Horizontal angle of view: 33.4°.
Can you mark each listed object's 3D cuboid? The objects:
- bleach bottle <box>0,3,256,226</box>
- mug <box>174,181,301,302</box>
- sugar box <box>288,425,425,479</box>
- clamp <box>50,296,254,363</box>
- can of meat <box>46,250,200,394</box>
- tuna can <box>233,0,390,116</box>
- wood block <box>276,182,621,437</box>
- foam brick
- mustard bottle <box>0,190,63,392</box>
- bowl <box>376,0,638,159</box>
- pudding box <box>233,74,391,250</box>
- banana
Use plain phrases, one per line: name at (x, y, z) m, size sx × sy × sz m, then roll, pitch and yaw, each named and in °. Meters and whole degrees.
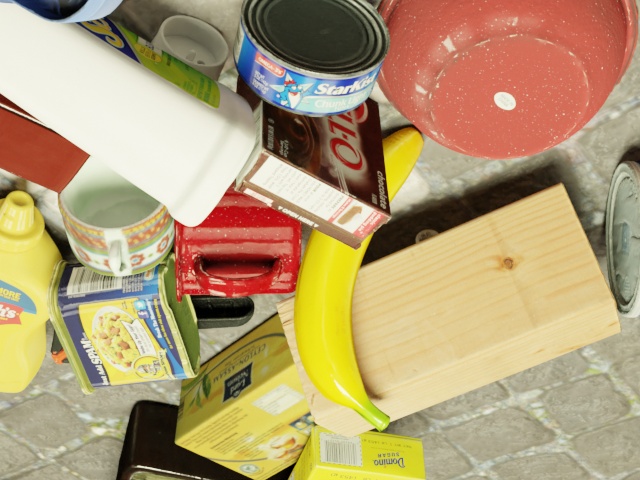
bleach bottle at (-0.154, -0.106, 0.554) m, size 0.250 × 0.102 × 0.068 m, roll 32°, pitch 105°, yaw -18°
mug at (-0.055, 0.001, 0.709) m, size 0.081 × 0.117 × 0.093 m, roll 0°, pitch 117°, yaw -5°
sugar box at (0.015, 0.223, 0.892) m, size 0.093 × 0.048 × 0.176 m, roll 10°, pitch 133°, yaw -11°
clamp at (-0.149, 0.045, 0.815) m, size 0.172 × 0.039 × 0.120 m, roll -22°, pitch 121°, yaw 20°
can of meat at (-0.137, 0.058, 0.765) m, size 0.084 × 0.057 × 0.102 m, roll -7°, pitch 128°, yaw 7°
tuna can at (-0.006, -0.110, 0.604) m, size 0.086 × 0.086 × 0.034 m, roll 11°, pitch 138°, yaw -9°
wood block at (0.088, 0.052, 0.726) m, size 0.206 × 0.091 × 0.090 m, roll -23°, pitch 158°, yaw 11°
foam brick at (-0.183, -0.076, 0.674) m, size 0.078 × 0.053 × 0.051 m, roll 25°, pitch 132°, yaw -22°
mustard bottle at (-0.238, 0.032, 0.787) m, size 0.096 × 0.058 × 0.192 m, roll 29°, pitch 133°, yaw -1°
bowl at (0.110, -0.100, 0.633) m, size 0.162 × 0.055 × 0.162 m, roll 2°, pitch 137°, yaw 1°
pudding box at (-0.006, -0.059, 0.640) m, size 0.090 × 0.113 × 0.039 m, roll 25°, pitch 130°, yaw -24°
banana at (0.021, 0.019, 0.687) m, size 0.069 × 0.198 × 0.037 m, roll 9°, pitch 172°, yaw -9°
